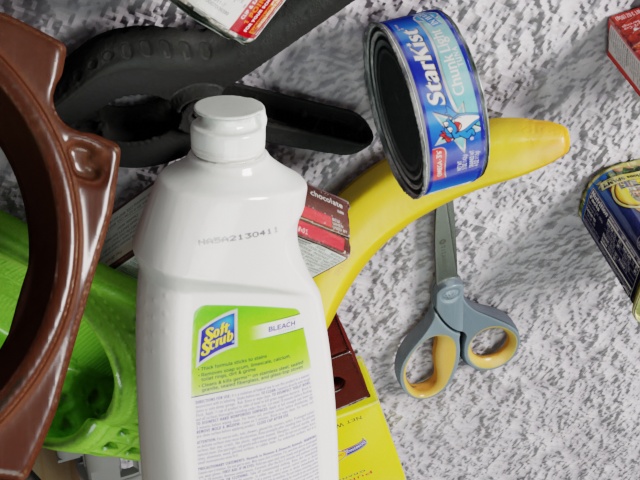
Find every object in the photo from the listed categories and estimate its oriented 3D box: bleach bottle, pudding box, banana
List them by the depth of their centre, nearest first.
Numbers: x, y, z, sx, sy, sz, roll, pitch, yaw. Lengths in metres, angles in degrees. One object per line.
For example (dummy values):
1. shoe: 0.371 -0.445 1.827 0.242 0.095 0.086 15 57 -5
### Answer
1. bleach bottle: -0.034 0.056 0.491 0.102 0.068 0.251 -13 120 -28
2. pudding box: -0.053 0.001 0.547 0.089 0.039 0.114 23 141 -36
3. banana: 0.042 -0.010 0.579 0.198 0.069 0.037 -45 175 19

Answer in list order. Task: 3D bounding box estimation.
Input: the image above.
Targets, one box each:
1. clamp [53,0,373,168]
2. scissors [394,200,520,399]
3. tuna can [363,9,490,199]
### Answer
1. clamp: -0.052 -0.077 0.488 0.171 0.039 0.120 -8 138 -13
2. scissors: 0.097 0.032 0.677 0.096 0.016 0.202 -6 136 -18
3. tuna can: 0.049 -0.065 0.506 0.033 0.086 0.086 -16 138 -8
